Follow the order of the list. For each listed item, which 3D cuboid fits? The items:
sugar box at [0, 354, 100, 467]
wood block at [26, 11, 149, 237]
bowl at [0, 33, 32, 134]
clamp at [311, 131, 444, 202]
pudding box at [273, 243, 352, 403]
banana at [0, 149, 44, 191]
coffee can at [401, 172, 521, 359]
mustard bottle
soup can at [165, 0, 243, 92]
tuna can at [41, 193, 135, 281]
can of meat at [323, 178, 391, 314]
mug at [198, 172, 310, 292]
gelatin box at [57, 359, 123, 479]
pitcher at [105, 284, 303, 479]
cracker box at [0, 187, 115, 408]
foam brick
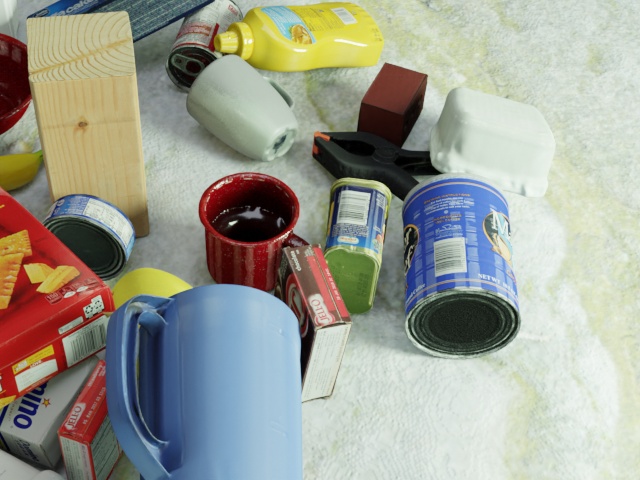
[{"bbox_3d":[-0.277,0.116,0.892,0.176,0.048,0.093,14,52,19],"label":"sugar box"},{"bbox_3d":[-0.212,-0.099,0.992,0.090,0.206,0.090,-6,50,-10],"label":"wood block"},{"bbox_3d":[-0.372,-0.152,1.126,0.162,0.055,0.162,2,48,-2],"label":"bowl"},{"bbox_3d":[0.069,-0.070,1.093,0.171,0.039,0.120,11,30,9],"label":"clamp"},{"bbox_3d":[-0.011,0.072,0.917,0.039,0.113,0.090,-9,50,-16],"label":"pudding box"},{"bbox_3d":[-0.372,-0.072,1.073,0.197,0.037,0.069,1,22,-6],"label":"banana"},{"bbox_3d":[0.127,0.022,0.978,0.103,0.103,0.140,4,49,-1],"label":"coffee can"},{"bbox_3d":[-0.030,-0.225,1.186,0.191,0.058,0.096,-10,48,-32],"label":"mustard bottle"},{"bbox_3d":[-0.129,-0.222,1.198,0.068,0.068,0.102,9,48,4],"label":"soup can"},{"bbox_3d":[-0.216,-0.003,0.987,0.086,0.086,0.033,10,47,5],"label":"tuna can"},{"bbox_3d":[0.030,0.008,0.986,0.057,0.102,0.084,8,51,2],"label":"can of meat"},{"bbox_3d":[-0.057,0.001,0.998,0.117,0.081,0.093,23,51,16],"label":"mug"},{"bbox_3d":[-0.178,0.150,0.853,0.030,0.089,0.073,16,50,10],"label":"gelatin box"},{"bbox_3d":[-0.080,0.154,0.780,0.149,0.145,0.243,-1,43,-5],"label":"pitcher"},{"bbox_3d":[-0.293,0.043,0.881,0.164,0.072,0.214,-30,49,-30],"label":"cracker box"},{"bbox_3d":[0.078,-0.146,1.156,0.051,0.053,0.078,20,51,13],"label":"foam brick"}]
